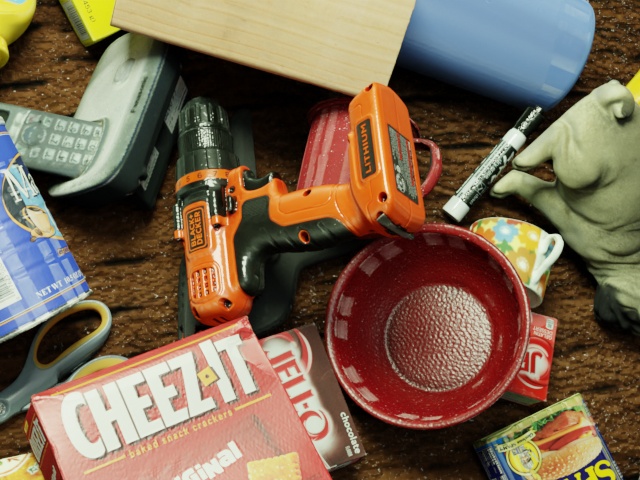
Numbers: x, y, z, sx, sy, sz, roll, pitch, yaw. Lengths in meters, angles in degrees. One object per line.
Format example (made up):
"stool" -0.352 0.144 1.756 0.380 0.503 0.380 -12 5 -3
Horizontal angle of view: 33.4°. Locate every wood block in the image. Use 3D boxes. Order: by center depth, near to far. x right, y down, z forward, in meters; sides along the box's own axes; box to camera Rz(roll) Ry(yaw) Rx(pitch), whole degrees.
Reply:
"wood block" -0.041 -0.183 0.796 0.206 0.090 0.091 15 26 -8

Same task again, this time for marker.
"marker" 0.150 -0.067 0.918 0.020 0.020 0.121 40 90 -1

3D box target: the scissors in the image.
"scissors" -0.212 0.130 0.771 0.096 0.016 0.201 40 66 -1

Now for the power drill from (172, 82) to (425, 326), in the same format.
"power drill" -0.024 -0.045 0.771 0.057 0.188 0.184 23 53 -55

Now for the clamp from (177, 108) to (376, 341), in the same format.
"clamp" -0.056 0.001 0.849 0.164 0.036 0.209 41 63 0

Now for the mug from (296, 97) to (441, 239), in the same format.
"mug" 0.037 -0.052 0.828 0.117 0.093 0.081 2 65 23

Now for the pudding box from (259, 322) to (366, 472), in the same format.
"pudding box" -0.029 0.129 0.813 0.089 0.039 0.113 -17 77 -21

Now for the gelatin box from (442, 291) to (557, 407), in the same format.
"gelatin box" 0.148 0.090 0.883 0.089 0.030 0.073 18 69 -10

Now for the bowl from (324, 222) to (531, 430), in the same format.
"bowl" 0.087 0.070 0.836 0.162 0.055 0.162 -6 72 17

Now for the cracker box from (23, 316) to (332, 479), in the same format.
"cracker box" -0.077 0.176 0.703 0.163 0.072 0.214 -19 70 -28

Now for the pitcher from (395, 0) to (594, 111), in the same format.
"pitcher" 0.110 -0.210 0.922 0.242 0.149 0.145 20 27 -13

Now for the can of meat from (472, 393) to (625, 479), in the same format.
"can of meat" 0.183 0.179 0.850 0.102 0.057 0.084 -20 76 -22

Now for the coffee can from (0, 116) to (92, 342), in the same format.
"coffee can" -0.237 -0.002 0.744 0.102 0.103 0.140 -29 96 -23
